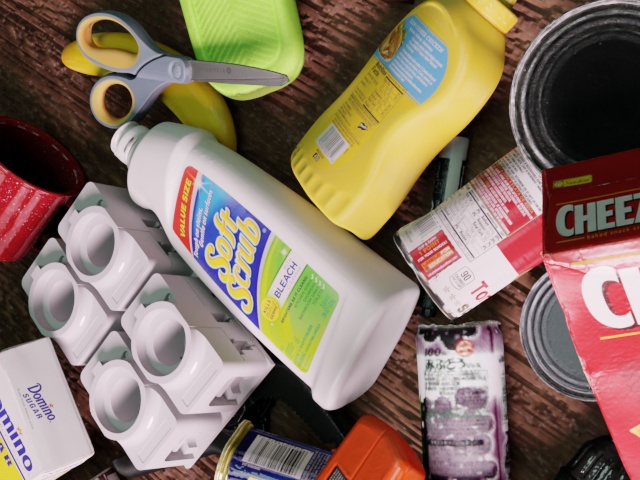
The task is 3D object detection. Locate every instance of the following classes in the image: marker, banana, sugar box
[{"bbox_3d":[0.080,-0.009,0.707,0.020,0.020,0.121,9,91,28],"label":"marker"},{"bbox_3d":[-0.125,-0.115,0.813,0.198,0.037,0.070,41,105,24],"label":"banana"},{"bbox_3d":[-0.232,0.144,0.803,0.177,0.048,0.093,-39,72,54],"label":"sugar box"}]

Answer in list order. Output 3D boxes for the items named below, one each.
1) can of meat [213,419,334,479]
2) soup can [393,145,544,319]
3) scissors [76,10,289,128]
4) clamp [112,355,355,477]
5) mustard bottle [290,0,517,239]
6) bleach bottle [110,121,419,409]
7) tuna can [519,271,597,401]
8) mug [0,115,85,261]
[{"bbox_3d":[-0.023,0.178,0.695,0.084,0.057,0.102,15,118,14],"label":"can of meat"},{"bbox_3d":[0.104,-0.006,0.656,0.102,0.068,0.068,-35,71,9],"label":"soup can"},{"bbox_3d":[-0.107,-0.107,0.768,0.202,0.016,0.096,28,120,30],"label":"scissors"},{"bbox_3d":[-0.057,0.110,0.762,0.210,0.036,0.164,9,91,32],"label":"clamp"},{"bbox_3d":[0.063,-0.098,0.694,0.192,0.058,0.096,-50,36,15],"label":"mustard bottle"},{"bbox_3d":[-0.055,0.001,0.740,0.251,0.067,0.103,37,119,23],"label":"bleach bottle"},{"bbox_3d":[0.167,0.054,0.649,0.086,0.033,0.086,-2,86,28],"label":"tuna can"},{"bbox_3d":[-0.238,-0.031,0.847,0.117,0.093,0.082,35,112,-12],"label":"mug"}]
